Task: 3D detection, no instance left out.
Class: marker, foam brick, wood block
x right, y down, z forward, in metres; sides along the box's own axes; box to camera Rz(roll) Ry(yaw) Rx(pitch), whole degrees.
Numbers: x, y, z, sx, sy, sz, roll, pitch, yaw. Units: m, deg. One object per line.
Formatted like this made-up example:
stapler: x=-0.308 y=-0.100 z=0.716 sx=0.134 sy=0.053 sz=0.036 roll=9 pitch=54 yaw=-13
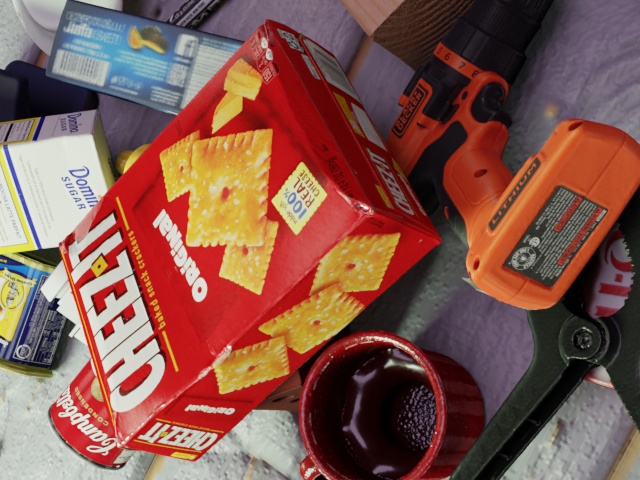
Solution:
marker: x=-0.103 y=-0.167 z=0.808 sx=0.121 sy=0.020 sz=0.020 roll=-39 pitch=64 yaw=18
foam brick: x=-0.018 y=0.077 z=0.679 sx=0.053 sy=0.078 sz=0.051 roll=-24 pitch=70 yaw=26
wood block: x=0.028 y=-0.217 z=0.701 sx=0.090 sy=0.090 sz=0.206 roll=-43 pitch=63 yaw=16

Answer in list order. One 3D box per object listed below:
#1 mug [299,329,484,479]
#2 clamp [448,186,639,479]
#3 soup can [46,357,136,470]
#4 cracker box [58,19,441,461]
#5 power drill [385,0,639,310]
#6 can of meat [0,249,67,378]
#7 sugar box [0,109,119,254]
mug: x=0.038 y=0.111 z=0.637 sx=0.117 sy=0.081 sz=0.093 roll=-43 pitch=63 yaw=16
clamp: x=0.140 y=0.060 z=0.571 sx=0.165 sy=0.036 sz=0.210 roll=-8 pitch=74 yaw=39
soup can: x=-0.133 y=0.101 z=0.747 sx=0.102 sy=0.068 sz=0.069 roll=-50 pitch=61 yaw=12
cracker box: x=-0.054 y=0.001 z=0.628 sx=0.214 sy=0.072 sz=0.164 roll=-43 pitch=50 yaw=22
power drill: x=0.105 y=-0.062 z=0.600 sx=0.185 sy=0.057 sz=0.188 roll=-61 pitch=26 yaw=18
can of meat: x=-0.241 y=0.050 z=0.824 sx=0.102 sy=0.057 sz=0.084 roll=17 pitch=87 yaw=31
sugar box: x=-0.239 y=-0.037 z=0.783 sx=0.176 sy=0.093 sz=0.048 roll=-8 pitch=35 yaw=0
